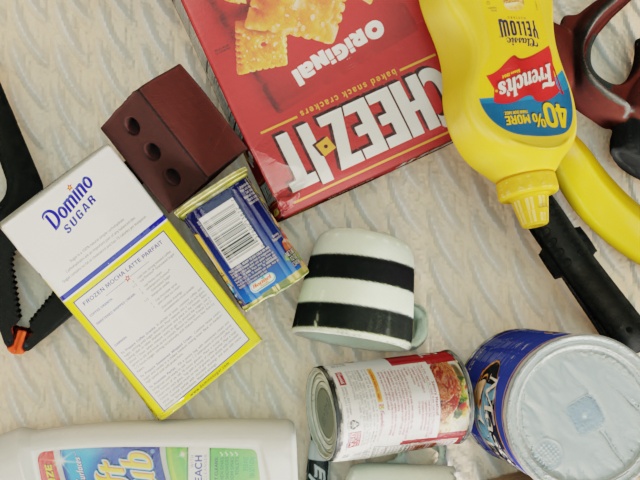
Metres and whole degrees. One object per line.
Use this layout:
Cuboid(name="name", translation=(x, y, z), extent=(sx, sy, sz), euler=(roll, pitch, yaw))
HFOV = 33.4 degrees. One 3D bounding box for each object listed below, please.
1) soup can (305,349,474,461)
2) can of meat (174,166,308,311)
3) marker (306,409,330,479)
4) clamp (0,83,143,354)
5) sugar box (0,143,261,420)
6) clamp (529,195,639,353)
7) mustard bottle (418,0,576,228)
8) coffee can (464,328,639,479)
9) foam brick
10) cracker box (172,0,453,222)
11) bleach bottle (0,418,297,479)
Cuboid(name="soup can", translation=(0.048, 0.116, 0.752), extent=(0.102, 0.069, 0.068), euler=(-5, 87, -19))
Cuboid(name="can of meat", translation=(-0.055, 0.001, 0.745), extent=(0.057, 0.102, 0.084), euler=(-33, 92, -6))
Cuboid(name="marker", translation=(-0.002, 0.178, 0.780), extent=(0.020, 0.020, 0.121), euler=(4, 86, -5))
Cuboid(name="clamp", translation=(-0.199, -0.025, 0.764), extent=(0.164, 0.036, 0.210), euler=(22, 86, -10))
Cuboid(name="sugar box", translation=(-0.131, 0.029, 0.744), extent=(0.093, 0.048, 0.176), euler=(-39, 102, -13))
Cuboid(name="clamp", translation=(0.180, 0.014, 0.759), extent=(0.039, 0.120, 0.171), euler=(-36, 86, 0))
Cuboid(name="mustard bottle", translation=(0.126, -0.102, 0.727), extent=(0.096, 0.058, 0.191), euler=(-4, 79, -31))
Cuboid(name="coffee can", translation=(0.160, 0.113, 0.736), extent=(0.102, 0.140, 0.103), euler=(0, 87, -5))
Cuboid(name="foam brick", translation=(-0.100, -0.070, 0.731), extent=(0.078, 0.053, 0.051), euler=(51, 44, -3))
Cuboid(name="cracker box", translation=(-0.002, -0.143, 0.771), extent=(0.164, 0.072, 0.214), euler=(-25, 90, -6))
Cuboid(name="bleach bottle", translation=(-0.141, 0.179, 0.749), extent=(0.250, 0.068, 0.102), euler=(-2, 87, -2))
